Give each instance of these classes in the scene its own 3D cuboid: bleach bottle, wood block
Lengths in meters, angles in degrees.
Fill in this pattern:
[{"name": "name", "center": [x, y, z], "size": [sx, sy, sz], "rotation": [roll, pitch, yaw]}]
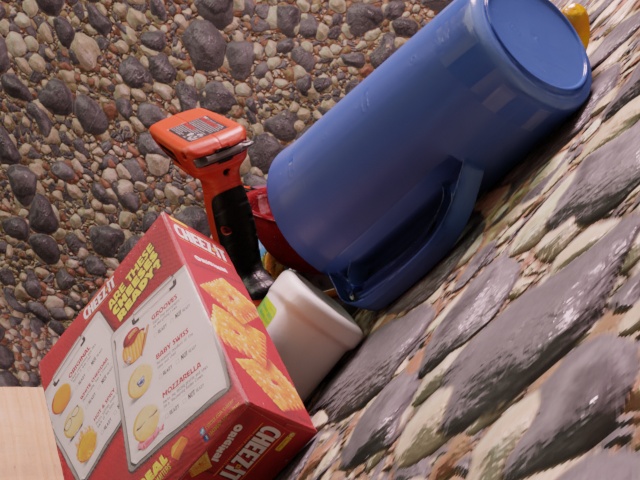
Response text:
[{"name": "bleach bottle", "center": [-0.073, 0.142, 0.798], "size": [0.251, 0.068, 0.102], "rotation": [-53, 13, 2]}, {"name": "wood block", "center": [-0.264, 0.233, 0.980], "size": [0.206, 0.090, 0.091], "rotation": [56, 134, 52]}]

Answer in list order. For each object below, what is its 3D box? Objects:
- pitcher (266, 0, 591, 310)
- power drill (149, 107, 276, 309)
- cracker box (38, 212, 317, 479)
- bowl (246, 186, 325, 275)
[{"name": "pitcher", "center": [0.077, -0.068, 0.772], "size": [0.144, 0.149, 0.243], "rotation": [-32, -6, -46]}, {"name": "power drill", "center": [-0.085, -0.014, 0.900], "size": [0.057, 0.187, 0.185], "rotation": [-26, 26, -21]}, {"name": "cracker box", "center": [-0.109, 0.108, 0.745], "size": [0.164, 0.072, 0.214], "rotation": [-49, 38, 14]}, {"name": "bowl", "center": [0.007, -0.008, 0.957], "size": [0.162, 0.162, 0.055], "rotation": [-63, -23, -73]}]
